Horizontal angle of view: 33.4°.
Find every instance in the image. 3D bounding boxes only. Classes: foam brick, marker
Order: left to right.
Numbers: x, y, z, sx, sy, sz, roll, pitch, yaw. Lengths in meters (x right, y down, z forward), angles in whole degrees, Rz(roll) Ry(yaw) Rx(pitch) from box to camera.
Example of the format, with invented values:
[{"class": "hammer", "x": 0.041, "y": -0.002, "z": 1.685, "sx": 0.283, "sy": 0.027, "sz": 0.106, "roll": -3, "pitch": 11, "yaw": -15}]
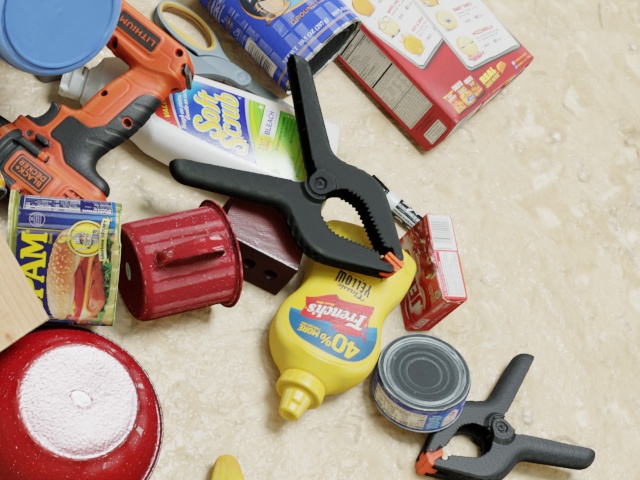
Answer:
[{"class": "foam brick", "x": -0.056, "y": 0.001, "z": 0.938, "sx": 0.078, "sy": 0.053, "sz": 0.051, "roll": 27, "pitch": 55, "yaw": -11}, {"class": "marker", "x": 0.088, "y": -0.022, "z": 1.046, "sx": 0.121, "sy": 0.020, "sz": 0.020, "roll": 41, "pitch": 53, "yaw": -1}]

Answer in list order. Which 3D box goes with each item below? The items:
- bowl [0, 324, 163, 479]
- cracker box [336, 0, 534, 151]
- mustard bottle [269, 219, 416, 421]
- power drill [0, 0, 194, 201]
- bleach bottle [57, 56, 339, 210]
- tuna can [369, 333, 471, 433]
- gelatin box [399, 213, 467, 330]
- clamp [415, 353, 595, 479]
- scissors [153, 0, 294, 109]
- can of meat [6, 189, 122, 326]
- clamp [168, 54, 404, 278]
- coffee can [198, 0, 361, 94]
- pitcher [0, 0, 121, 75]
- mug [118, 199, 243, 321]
[{"class": "bowl", "x": -0.187, "y": 0.128, "z": 0.798, "sx": 0.162, "sy": 0.055, "sz": 0.162, "roll": 13, "pitch": 58, "yaw": -21}, {"class": "cracker box", "x": 0.098, "y": -0.218, "z": 1.129, "sx": 0.214, "sy": 0.072, "sz": 0.164, "roll": 47, "pitch": 52, "yaw": 4}, {"class": "mustard bottle", "x": 0.009, "y": 0.075, "z": 0.927, "sx": 0.096, "sy": 0.058, "sz": 0.191, "roll": 28, "pitch": 54, "yaw": -1}, {"class": "power drill", "x": -0.211, "y": -0.115, "z": 0.883, "sx": 0.184, "sy": 0.057, "sz": 0.187, "roll": 38, "pitch": 81, "yaw": 3}, {"class": "bleach bottle", "x": -0.112, "y": -0.098, "z": 0.960, "sx": 0.250, "sy": 0.068, "sz": 0.102, "roll": 18, "pitch": 61, "yaw": -14}, {"class": "tuna can", "x": 0.088, "y": 0.124, "z": 0.938, "sx": 0.086, "sy": 0.034, "sz": 0.086, "roll": 5, "pitch": 47, "yaw": -6}, {"class": "gelatin box", "x": 0.099, "y": 0.030, "z": 0.989, "sx": 0.030, "sy": 0.073, "sz": 0.089, "roll": 4, "pitch": 63, "yaw": -24}, {"class": "clamp", "x": 0.157, "y": 0.165, "z": 0.966, "sx": 0.171, "sy": 0.039, "sz": 0.120, "roll": -6, "pitch": 52, "yaw": -27}, {"class": "scissors", "x": -0.095, "y": -0.150, "z": 1.026, "sx": 0.202, "sy": 0.016, "sz": 0.096, "roll": 45, "pitch": 54, "yaw": 2}, {"class": "can of meat", "x": -0.198, "y": 0.016, "z": 0.819, "sx": 0.083, "sy": 0.102, "sz": 0.057, "roll": 4, "pitch": 21, "yaw": -14}, {"class": "clamp", "x": -0.003, "y": -0.054, "z": 0.925, "sx": 0.210, "sy": 0.036, "sz": 0.164, "roll": 39, "pitch": 68, "yaw": -3}, {"class": "coffee can", "x": -0.044, "y": -0.228, "z": 1.040, "sx": 0.140, "sy": 0.103, "sz": 0.102, "roll": 46, "pitch": 53, "yaw": 3}, {"class": "pitcher", "x": -0.268, "y": -0.213, "z": 0.840, "sx": 0.144, "sy": 0.149, "sz": 0.243, "roll": -12, "pitch": 36, "yaw": -39}, {"class": "mug", "x": -0.114, "y": 0.017, "z": 0.863, "sx": 0.081, "sy": 0.117, "sz": 0.093, "roll": -13, "pitch": 86, "yaw": -27}]
